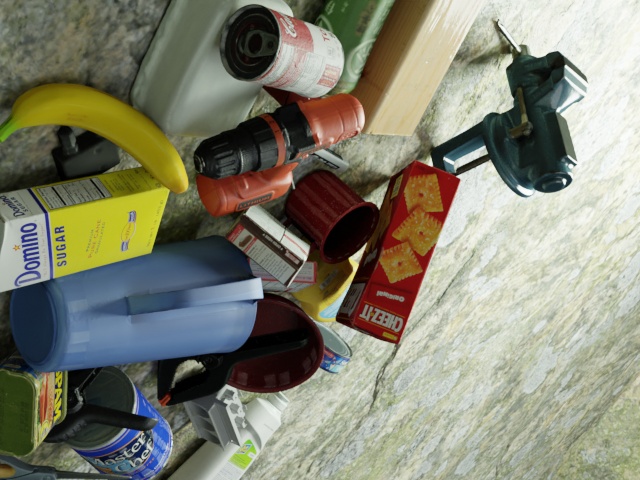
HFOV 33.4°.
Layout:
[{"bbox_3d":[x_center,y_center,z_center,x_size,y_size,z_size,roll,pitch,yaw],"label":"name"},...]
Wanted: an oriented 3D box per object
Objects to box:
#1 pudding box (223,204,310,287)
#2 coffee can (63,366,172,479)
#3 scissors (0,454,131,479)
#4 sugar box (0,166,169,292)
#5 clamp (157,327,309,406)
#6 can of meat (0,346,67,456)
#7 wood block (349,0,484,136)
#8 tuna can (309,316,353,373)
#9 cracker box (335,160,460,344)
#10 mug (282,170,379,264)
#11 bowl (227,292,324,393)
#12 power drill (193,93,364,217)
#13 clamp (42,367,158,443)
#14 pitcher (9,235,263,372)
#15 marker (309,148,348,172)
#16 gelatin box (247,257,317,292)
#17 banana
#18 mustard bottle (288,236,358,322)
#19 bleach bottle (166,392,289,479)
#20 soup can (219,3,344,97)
[{"bbox_3d":[-0.058,0.002,1.200,0.039,0.090,0.113,-51,-176,7],"label":"pudding box"},{"bbox_3d":[-0.245,0.221,1.266,0.102,0.103,0.140,-39,149,-11],"label":"coffee can"},{"bbox_3d":[-0.331,0.279,1.235,0.201,0.016,0.096,19,130,-28],"label":"scissors"},{"bbox_3d":[-0.235,-0.013,1.014,0.175,0.048,0.093,-19,144,-40],"label":"sugar box"},{"bbox_3d":[-0.126,0.138,1.313,0.164,0.036,0.210,29,119,-18],"label":"clamp"},{"bbox_3d":[-0.305,0.163,1.110,0.084,0.057,0.102,-66,163,-71],"label":"can of meat"},{"bbox_3d":[0.092,-0.225,1.157,0.090,0.091,0.206,-4,130,-48],"label":"wood block"},{"bbox_3d":[0.002,0.147,1.499,0.034,0.086,0.086,-51,149,12],"label":"tuna can"},{"bbox_3d":[0.093,0.016,1.337,0.164,0.072,0.213,151,-39,-84],"label":"cracker box"},{"bbox_3d":[0.002,-0.025,1.295,0.117,0.082,0.093,-37,149,-15],"label":"mug"},{"bbox_3d":[-0.074,0.119,1.355,0.162,0.055,0.162,1,127,2],"label":"bowl"},{"bbox_3d":[-0.064,-0.080,1.086,0.184,0.057,0.188,-19,174,-27],"label":"power drill"},{"bbox_3d":[-0.264,0.183,1.182,0.171,0.120,0.039,-29,159,1],"label":"clamp"},{"bbox_3d":[-0.189,0.067,1.119,0.242,0.145,0.149,-6,134,-44],"label":"pitcher"},{"bbox_3d":[-0.002,-0.105,1.256,0.020,0.020,0.121,-51,149,9],"label":"marker"},{"bbox_3d":[-0.056,0.042,1.291,0.089,0.030,0.073,3,167,-19],"label":"gelatin box"},{"bbox_3d":[-0.198,-0.099,0.968,0.197,0.037,0.070,16,99,-36],"label":"banana"},{"bbox_3d":[0.012,0.060,1.432,0.096,0.058,0.191,-48,150,-7],"label":"mustard bottle"},{"bbox_3d":[-0.138,0.319,1.557,0.251,0.068,0.102,-46,150,-4],"label":"bleach bottle"},{"bbox_3d":[-0.033,-0.170,0.969,0.102,0.069,0.069,5,123,-54],"label":"soup can"}]
